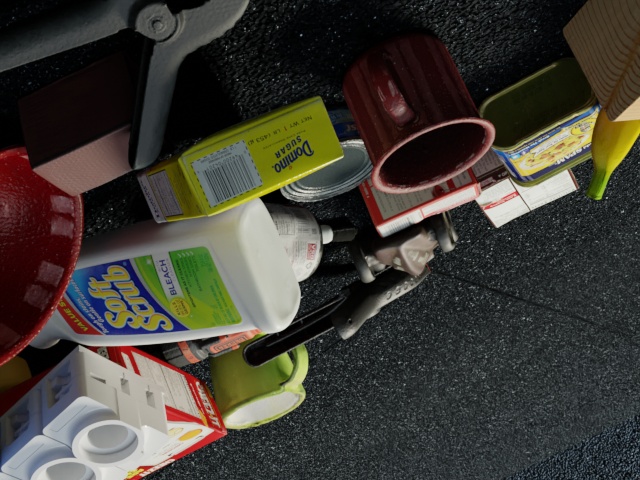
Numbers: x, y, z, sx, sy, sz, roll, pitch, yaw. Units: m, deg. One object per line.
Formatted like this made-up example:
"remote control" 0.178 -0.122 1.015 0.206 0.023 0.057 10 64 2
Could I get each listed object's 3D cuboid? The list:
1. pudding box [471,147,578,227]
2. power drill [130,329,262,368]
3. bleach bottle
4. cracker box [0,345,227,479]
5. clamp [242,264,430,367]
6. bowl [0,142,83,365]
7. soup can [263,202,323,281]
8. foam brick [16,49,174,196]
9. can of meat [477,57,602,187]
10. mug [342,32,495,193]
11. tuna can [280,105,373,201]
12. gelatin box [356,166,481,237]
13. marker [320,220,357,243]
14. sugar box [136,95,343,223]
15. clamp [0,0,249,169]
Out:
"pudding box" 0.184 -0.059 0.987 0.090 0.039 0.113 -27 158 13
"power drill" -0.133 0.066 0.976 0.184 0.057 0.187 -24 159 6
"bleach bottle" -0.148 0.042 0.818 0.251 0.102 0.068 -14 -161 23
"cracker box" -0.205 0.172 0.993 0.164 0.072 0.213 -28 157 7
"clamp" 0.040 0.059 1.036 0.209 0.036 0.165 -29 -176 -32
"bowl" -0.227 0.006 0.699 0.161 0.055 0.162 -49 151 -41
"soup can" -0.056 0.001 0.878 0.102 0.068 0.069 3 148 -45
"foam brick" -0.140 -0.072 0.667 0.078 0.051 0.053 -24 158 7
"can of meat" 0.188 -0.097 0.882 0.102 0.057 0.083 -28 154 15
"mug" 0.060 -0.094 0.747 0.093 0.081 0.117 -29 156 17
"tuna can" 0.004 -0.066 0.822 0.086 0.034 0.086 -18 157 -8
"gelatin box" 0.075 -0.053 0.861 0.089 0.073 0.030 -24 156 5
"marker" -0.020 -0.002 0.962 0.120 0.020 0.020 -8 154 -28
"sugar box" -0.058 -0.047 0.691 0.093 0.048 0.176 -24 -176 -16
"clamp" -0.101 -0.124 0.571 0.120 0.039 0.172 20 115 -39
